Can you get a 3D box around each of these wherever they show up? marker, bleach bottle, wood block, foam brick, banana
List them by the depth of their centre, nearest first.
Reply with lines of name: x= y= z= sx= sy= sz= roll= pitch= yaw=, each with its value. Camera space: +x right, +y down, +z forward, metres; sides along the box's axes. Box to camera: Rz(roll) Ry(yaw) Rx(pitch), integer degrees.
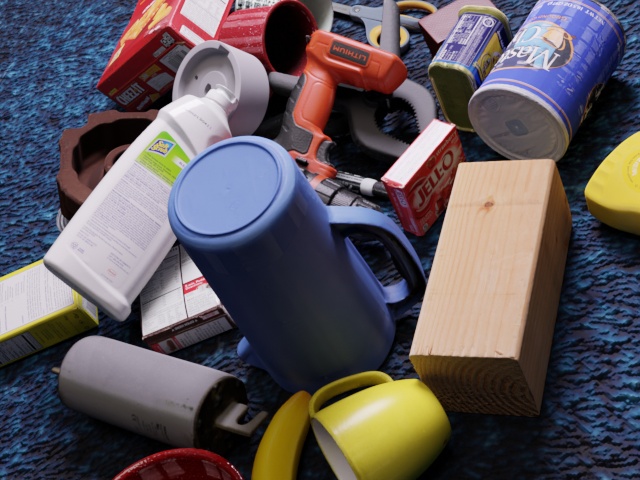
banana: x=-0.025 y=0.212 z=0.879 sx=0.069 sy=0.037 sz=0.198 roll=-8 pitch=47 yaw=-7
wood block: x=0.150 y=0.037 z=0.910 sx=0.091 sy=0.090 sz=0.206 roll=-1 pitch=51 yaw=26
bleach bottle: x=-0.161 y=-0.048 z=1.062 sx=0.250 sy=0.102 sz=0.068 roll=-53 pitch=7 yaw=-14
marker: x=0.031 y=-0.060 z=1.103 sx=0.121 sy=0.020 sz=0.020 roll=16 pitch=59 yaw=35
foam brick: x=0.157 y=-0.228 z=1.170 sx=0.078 sy=0.051 sz=0.053 roll=-28 pitch=46 yaw=0

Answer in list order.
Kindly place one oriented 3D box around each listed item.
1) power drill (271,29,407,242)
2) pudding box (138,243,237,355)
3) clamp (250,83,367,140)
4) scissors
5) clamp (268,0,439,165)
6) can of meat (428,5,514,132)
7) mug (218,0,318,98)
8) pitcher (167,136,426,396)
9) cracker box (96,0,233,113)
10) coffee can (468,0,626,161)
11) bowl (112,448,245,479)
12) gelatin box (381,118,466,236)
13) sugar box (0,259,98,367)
power drill: x=0.013 y=-0.104 z=1.062 sx=0.185 sy=0.057 sz=0.187 roll=24 pitch=81 yaw=20
pudding box: x=-0.136 y=0.053 z=1.069 sx=0.090 sy=0.039 sz=0.113 roll=-23 pitch=42 yaw=8
clamp: x=-0.017 y=-0.137 z=1.181 sx=0.172 sy=0.039 sz=0.120 roll=5 pitch=54 yaw=34
scissors: x=0.044 y=-0.258 z=1.276 sx=0.202 sy=0.016 sz=0.096 roll=8 pitch=55 yaw=31
clamp: x=0.066 y=-0.156 z=1.117 sx=0.164 sy=0.036 sz=0.210 roll=-40 pitch=64 yaw=-6
can of meat: x=0.157 y=-0.172 z=1.086 sx=0.058 sy=0.102 sz=0.084 roll=14 pitch=60 yaw=34
mug: x=-0.063 y=-0.211 z=1.204 sx=0.082 sy=0.093 sz=0.117 roll=5 pitch=81 yaw=42
pitcher: x=-0.021 y=0.020 z=0.897 sx=0.145 sy=0.242 sz=0.149 roll=23 pitch=69 yaw=33
cracker box: x=-0.179 y=-0.278 z=1.317 sx=0.164 sy=0.072 sz=0.213 roll=-28 pitch=37 yaw=43
coffee can: x=0.222 y=-0.157 z=1.040 sx=0.103 sy=0.102 sz=0.140 roll=17 pitch=59 yaw=35
bowl: x=-0.119 y=0.253 z=0.869 sx=0.162 sy=0.055 sz=0.162 roll=-13 pitch=46 yaw=14
gelatin box: x=0.104 y=-0.060 z=1.030 sx=0.030 sy=0.073 sz=0.089 roll=24 pitch=64 yaw=38
sugar box: x=-0.324 y=0.080 z=1.130 sx=0.176 sy=0.048 sz=0.093 roll=-24 pitch=45 yaw=9
